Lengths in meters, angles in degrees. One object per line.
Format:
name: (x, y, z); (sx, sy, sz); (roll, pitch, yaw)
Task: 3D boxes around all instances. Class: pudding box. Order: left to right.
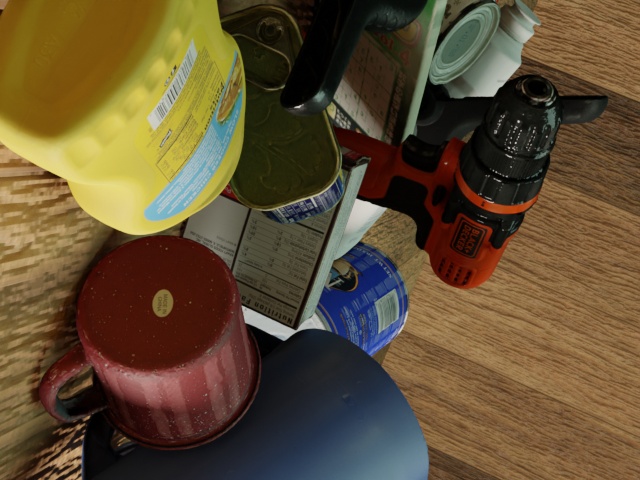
pudding box: (-0.032, -0.014, 0.646); (0.114, 0.090, 0.039); (-70, 169, 22)

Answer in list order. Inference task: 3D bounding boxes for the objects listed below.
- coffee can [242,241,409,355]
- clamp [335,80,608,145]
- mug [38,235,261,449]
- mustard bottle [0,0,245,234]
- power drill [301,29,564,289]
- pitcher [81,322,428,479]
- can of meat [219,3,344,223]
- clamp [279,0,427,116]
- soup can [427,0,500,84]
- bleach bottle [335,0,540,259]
coffee can: (-0.001, 0.067, 0.896); (0.140, 0.103, 0.103); (-28, 143, -56)
clamp: (0.087, -0.096, 0.761); (0.210, 0.164, 0.036); (-46, 167, 27)
mug: (-0.090, 0.055, 0.549); (0.117, 0.093, 0.081); (-25, 151, -14)
mustard bottle: (-0.070, -0.053, 0.441); (0.096, 0.058, 0.191); (-63, 170, -9)
power drill: (0.045, -0.061, 0.656); (0.057, 0.188, 0.184); (-54, 167, -34)
pitcher: (-0.070, 0.153, 0.610); (0.242, 0.149, 0.145); (-29, 110, -34)
can of meat: (-0.024, -0.062, 0.567); (0.084, 0.057, 0.102); (51, 21, -82)
clamp: (0.010, -0.146, 0.531); (0.171, 0.039, 0.120); (-47, 127, -49)
soup can: (0.060, -0.159, 0.706); (0.068, 0.102, 0.068); (-37, 157, -19)
bleach bottle: (0.076, -0.091, 0.847); (0.251, 0.068, 0.102); (-45, 179, 25)
